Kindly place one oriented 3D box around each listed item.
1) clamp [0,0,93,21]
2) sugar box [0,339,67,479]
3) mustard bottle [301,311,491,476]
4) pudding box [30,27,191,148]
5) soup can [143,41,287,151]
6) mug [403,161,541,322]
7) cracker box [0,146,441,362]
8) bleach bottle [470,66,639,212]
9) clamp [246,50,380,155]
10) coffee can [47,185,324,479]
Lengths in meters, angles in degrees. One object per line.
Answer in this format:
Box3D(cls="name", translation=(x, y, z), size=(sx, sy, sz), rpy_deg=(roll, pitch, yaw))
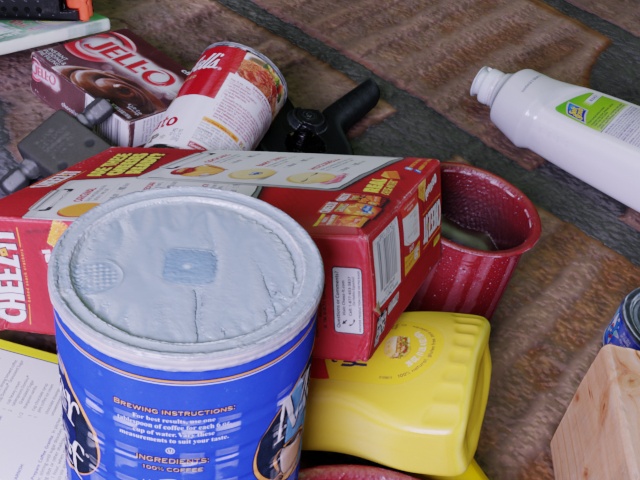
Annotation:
Box3D(cls="clamp", translation=(-0.261, -0.197, 0.823), size=(0.210, 0.036, 0.164), rpy_deg=(23, 38, 37))
Box3D(cls="sugar box", translation=(-0.159, 0.097, 0.526), size=(0.176, 0.048, 0.093), rpy_deg=(14, 39, 2))
Box3D(cls="mustard bottle", translation=(-0.009, 0.072, 0.573), size=(0.192, 0.058, 0.096), rpy_deg=(4, 36, 17))
Box3D(cls="pudding box", translation=(-0.145, -0.111, 0.788), size=(0.114, 0.039, 0.089), rpy_deg=(37, 43, 25))
Box3D(cls="soup can", translation=(-0.073, -0.076, 0.726), size=(0.068, 0.068, 0.102), rpy_deg=(21, 58, 7))
Box3D(cls="mug", translation=(0.079, 0.001, 0.695), size=(0.093, 0.082, 0.117), rpy_deg=(-10, 45, -29))
Box3D(cls="cracker box", translation=(-0.054, 0.001, 0.581), size=(0.214, 0.072, 0.164), rpy_deg=(3, 18, 17))
Box3D(cls="bleach bottle", translation=(0.240, -0.080, 0.869), size=(0.251, 0.068, 0.102), rpy_deg=(31, 40, 21))
Box3D(cls="clamp", translation=(-0.004, -0.083, 0.805), size=(0.120, 0.039, 0.171), rpy_deg=(2, 46, -11))
Box3D(cls="coffee can", translation=(-0.055, 0.063, 0.439), size=(0.102, 0.140, 0.103), rpy_deg=(4, 37, -3))
